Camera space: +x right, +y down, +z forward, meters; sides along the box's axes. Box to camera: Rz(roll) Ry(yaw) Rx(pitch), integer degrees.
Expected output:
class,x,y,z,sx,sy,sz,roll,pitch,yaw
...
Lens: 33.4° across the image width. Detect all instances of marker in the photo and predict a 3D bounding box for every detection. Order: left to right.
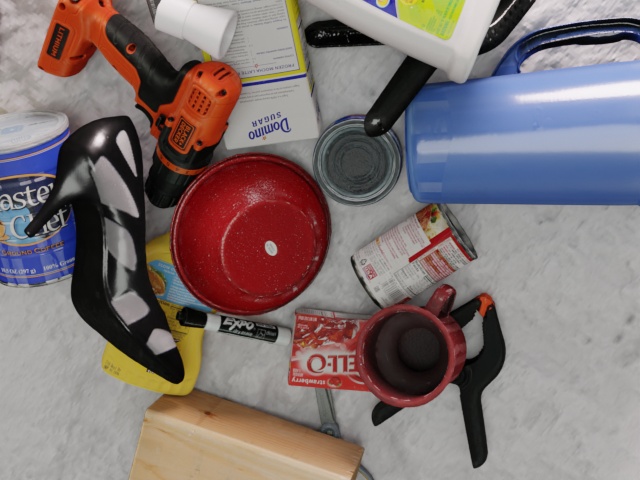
class,x,y,z,sx,sy,sz,roll,pitch,yaw
marker,-0.084,0.084,1.039,0.120,0.020,0.020,14,106,-29

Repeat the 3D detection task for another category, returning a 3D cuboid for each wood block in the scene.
class,x,y,z,sx,sy,sz,roll,pitch,yaw
wood block,-0.071,0.224,1.051,0.206,0.090,0.090,18,103,9

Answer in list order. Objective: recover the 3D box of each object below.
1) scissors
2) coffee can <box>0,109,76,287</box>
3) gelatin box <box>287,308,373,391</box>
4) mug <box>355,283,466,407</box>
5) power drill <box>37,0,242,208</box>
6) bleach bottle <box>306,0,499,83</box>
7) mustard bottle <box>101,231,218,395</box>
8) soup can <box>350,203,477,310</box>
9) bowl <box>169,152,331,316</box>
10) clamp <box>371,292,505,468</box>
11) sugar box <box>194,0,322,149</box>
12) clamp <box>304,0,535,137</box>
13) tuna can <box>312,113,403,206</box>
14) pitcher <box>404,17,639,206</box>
class,x,y,z,sx,sy,sz,roll,pitch,yaw
scissors,-0.005,0.208,1.089,0.096,0.016,0.202,-24,98,11
coffee can,-0.274,-0.041,1.006,0.103,0.102,0.140,-5,116,7
gelatin box,0.015,0.108,1.049,0.089,0.030,0.073,6,98,-4
mug,0.094,0.093,0.993,0.093,0.081,0.117,27,99,19
power drill,-0.172,-0.135,0.993,0.187,0.057,0.185,39,134,4
bleach bottle,0.022,-0.222,0.878,0.251,0.068,0.102,22,87,3
mustard bottle,-0.143,0.052,1.048,0.096,0.058,0.192,18,104,-8
soup can,0.088,0.015,1.010,0.102,0.068,0.068,-34,97,12
bowl,-0.057,0.001,0.998,0.162,0.055,0.162,-5,106,-19
clamp,0.139,0.138,1.045,0.120,0.039,0.171,30,104,-1
sugar box,-0.059,-0.174,0.974,0.093,0.048,0.176,-6,122,9
clamp,0.100,-0.177,0.944,0.210,0.164,0.036,-22,138,3
tuna can,0.035,-0.076,1.013,0.086,0.033,0.086,1,102,6
pitcher,0.200,-0.102,0.949,0.243,0.149,0.145,-2,125,10
